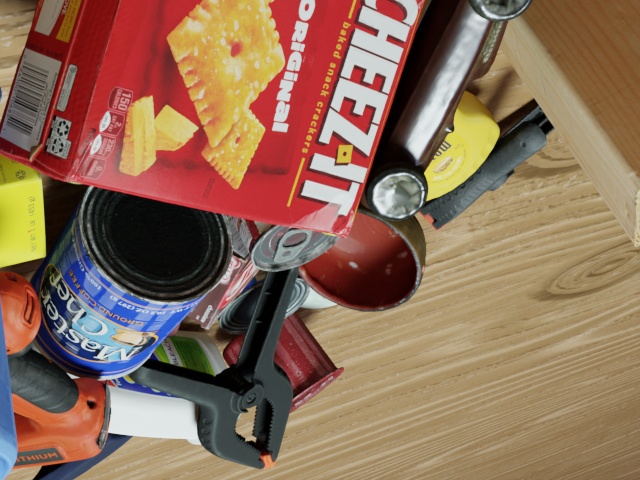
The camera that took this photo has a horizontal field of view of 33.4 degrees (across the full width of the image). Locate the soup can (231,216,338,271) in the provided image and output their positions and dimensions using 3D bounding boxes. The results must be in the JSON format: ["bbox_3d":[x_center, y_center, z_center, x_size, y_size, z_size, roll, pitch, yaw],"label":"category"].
[{"bbox_3d":[-0.034,-0.039,0.725,0.068,0.102,0.068,-21,153,-12],"label":"soup can"}]

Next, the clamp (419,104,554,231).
[{"bbox_3d":[0.150,-0.069,0.896,0.120,0.039,0.172,-33,176,-42],"label":"clamp"}]

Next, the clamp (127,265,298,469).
[{"bbox_3d":[-0.062,0.114,0.895,0.164,0.036,0.210,-39,137,-18],"label":"clamp"}]

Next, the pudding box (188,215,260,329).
[{"bbox_3d":[-0.055,0.001,0.793,0.113,0.039,0.090,-53,178,-44],"label":"pudding box"}]

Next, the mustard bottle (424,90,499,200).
[{"bbox_3d":[0.055,-0.088,0.768,0.096,0.058,0.191,-37,151,17],"label":"mustard bottle"}]

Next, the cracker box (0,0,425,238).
[{"bbox_3d":[-0.045,-0.097,0.565,0.213,0.072,0.164,11,100,-50],"label":"cracker box"}]

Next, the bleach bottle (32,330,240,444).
[{"bbox_3d":[-0.176,0.117,0.875,0.068,0.102,0.250,-38,153,24],"label":"bleach bottle"}]

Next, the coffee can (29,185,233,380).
[{"bbox_3d":[-0.133,0.023,0.721,0.102,0.103,0.141,-8,158,-33],"label":"coffee can"}]

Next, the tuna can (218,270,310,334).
[{"bbox_3d":[-0.054,0.045,0.935,0.086,0.034,0.086,-21,153,-12],"label":"tuna can"}]

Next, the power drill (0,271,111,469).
[{"bbox_3d":[-0.232,0.089,0.675,0.184,0.057,0.187,-9,148,14],"label":"power drill"}]

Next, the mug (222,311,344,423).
[{"bbox_3d":[-0.034,0.115,1.014,0.093,0.081,0.117,-40,168,14],"label":"mug"}]
